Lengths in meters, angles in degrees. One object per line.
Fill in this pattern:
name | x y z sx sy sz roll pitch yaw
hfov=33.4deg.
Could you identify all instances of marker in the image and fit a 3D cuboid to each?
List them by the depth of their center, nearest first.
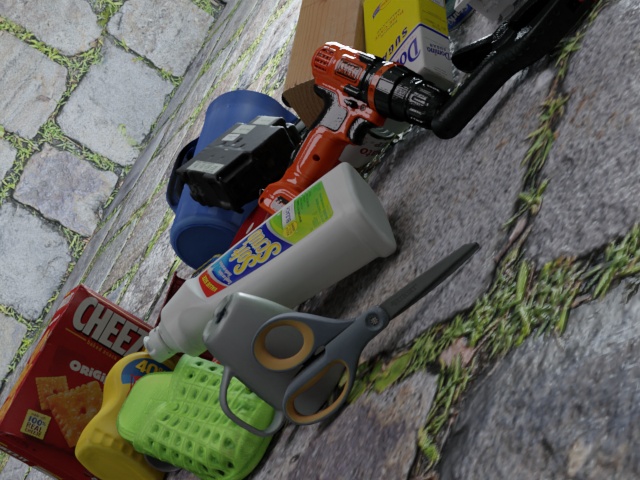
marker | -0.029 -0.134 1.298 0.121 0.020 0.020 -33 28 61

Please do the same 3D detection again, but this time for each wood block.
wood block | 0.028 -0.216 1.215 0.091 0.090 0.206 -18 40 25

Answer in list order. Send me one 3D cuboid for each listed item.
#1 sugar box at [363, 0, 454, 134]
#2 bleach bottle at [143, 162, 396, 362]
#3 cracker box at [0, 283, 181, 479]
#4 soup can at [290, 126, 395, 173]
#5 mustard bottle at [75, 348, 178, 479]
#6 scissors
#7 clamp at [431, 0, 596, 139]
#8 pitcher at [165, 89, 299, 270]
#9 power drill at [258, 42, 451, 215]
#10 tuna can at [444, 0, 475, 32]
sugar box | 0.088 -0.206 1.104 0.093 0.048 0.176 -42 35 42
bleach bottle | -0.055 0.036 0.958 0.251 0.068 0.102 -35 31 14
cracker box | -0.282 0.186 1.303 0.072 0.164 0.213 -28 32 57
soup can | 0.025 -0.103 1.129 0.102 0.068 0.068 -45 19 36
mustard bottle | -0.196 0.180 1.179 0.058 0.096 0.191 -46 18 36
scissors | 0.022 0.053 0.805 0.202 0.096 0.016 -55 -8 18
clamp | 0.160 -0.167 0.903 0.172 0.039 0.120 -39 27 32
pitcher | -0.124 -0.072 1.400 0.149 0.145 0.242 122 167 -46
power drill | 0.030 -0.087 1.027 0.185 0.057 0.188 33 98 46
tuna can | 0.149 -0.269 1.148 0.086 0.033 0.086 -51 17 21
